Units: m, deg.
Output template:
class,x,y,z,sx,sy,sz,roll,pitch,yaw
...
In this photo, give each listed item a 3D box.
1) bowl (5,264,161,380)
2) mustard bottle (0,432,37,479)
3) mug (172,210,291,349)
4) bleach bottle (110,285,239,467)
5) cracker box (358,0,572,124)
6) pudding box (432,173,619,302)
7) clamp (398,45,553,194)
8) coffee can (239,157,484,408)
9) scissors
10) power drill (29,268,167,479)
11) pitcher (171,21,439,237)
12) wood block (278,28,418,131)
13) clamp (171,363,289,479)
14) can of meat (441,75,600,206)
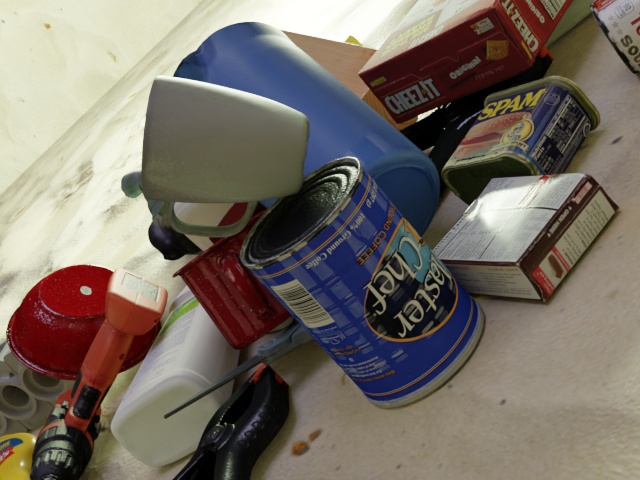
class,x,y,z,sx,sy,sz,roll,pitch,yaw
bowl,-0.248,0.073,1.119,0.162,0.055,0.162,5,35,-3
mustard bottle,-0.296,0.234,1.011,0.096,0.058,0.192,-46,20,2
mug,-0.059,0.034,0.858,0.093,0.081,0.117,-35,2,-5
bleach bottle,-0.109,0.090,0.963,0.103,0.068,0.250,-34,19,23
cracker box,0.154,-0.213,0.987,0.164,0.072,0.213,-20,27,47
pudding box,0.137,-0.003,0.743,0.090,0.039,0.114,-49,20,-18
clamp,0.127,-0.103,0.963,0.210,0.036,0.164,-39,26,8
coffee can,0.029,0.029,0.721,0.103,0.140,0.103,-36,21,16
scissors,-0.035,0.080,0.849,0.201,0.016,0.096,-27,11,-4
power drill,-0.206,0.128,0.975,0.188,0.057,0.184,-61,12,10
pitcher,-0.006,-0.076,0.893,0.149,0.145,0.243,-27,44,-21
wood block,-0.013,-0.153,1.120,0.206,0.090,0.090,19,58,35
clamp,-0.077,0.162,0.791,0.120,0.039,0.171,-23,21,31
can of meat,0.153,-0.072,0.828,0.102,0.057,0.083,-9,41,57
